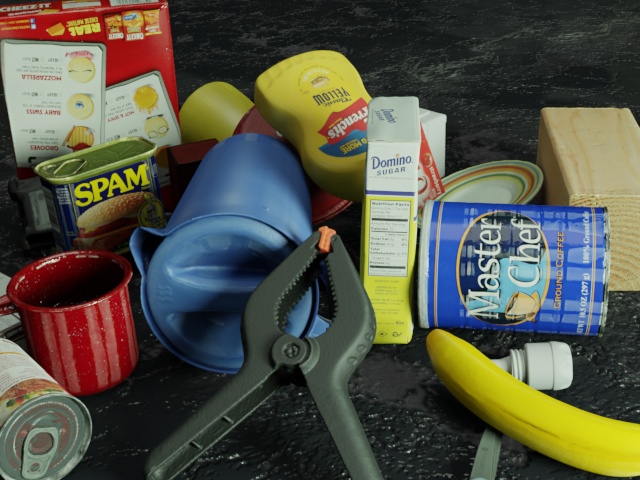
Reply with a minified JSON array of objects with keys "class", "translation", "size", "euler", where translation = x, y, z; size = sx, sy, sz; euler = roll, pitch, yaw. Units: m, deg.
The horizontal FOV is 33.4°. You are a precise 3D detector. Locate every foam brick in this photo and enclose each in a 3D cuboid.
[{"class":"foam brick","translation":[-0.116,-0.052,1.039],"size":[0.053,0.078,0.051],"euler":[-13,29,-14]}]

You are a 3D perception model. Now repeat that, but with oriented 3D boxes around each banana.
[{"class":"banana","translation":[0.148,0.114,0.721],"size":[0.198,0.037,0.069],"euler":[22,22,25]}]

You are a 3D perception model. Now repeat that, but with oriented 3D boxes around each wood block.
[{"class":"wood block","translation":[0.253,-0.043,0.971],"size":[0.090,0.091,0.206],"euler":[0,27,4]}]

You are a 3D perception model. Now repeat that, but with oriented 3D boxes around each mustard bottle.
[{"class":"mustard bottle","translation":[0.024,-0.089,0.945],"size":[0.096,0.058,0.192],"euler":[-20,54,-23]}]

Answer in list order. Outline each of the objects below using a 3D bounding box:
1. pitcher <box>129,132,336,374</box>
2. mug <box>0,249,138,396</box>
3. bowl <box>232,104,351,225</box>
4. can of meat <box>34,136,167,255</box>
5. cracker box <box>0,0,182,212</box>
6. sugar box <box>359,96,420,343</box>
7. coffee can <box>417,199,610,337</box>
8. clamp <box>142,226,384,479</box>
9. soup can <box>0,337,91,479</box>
[{"class":"pitcher","translation":[-0.056,0.001,0.893],"size":[0.145,0.149,0.243],"euler":[-15,22,8]},{"class":"mug","translation":[-0.194,0.066,0.806],"size":[0.117,0.081,0.093],"euler":[-12,28,-13]},{"class":"bowl","translation":[-0.028,-0.093,1.045],"size":[0.162,0.055,0.162],"euler":[-8,60,14]},{"class":"can of meat","translation":[-0.186,-0.034,0.921],"size":[0.101,0.084,0.058],"euler":[-22,29,-30]},{"class":"cracker box","translation":[-0.224,-0.128,1.048],"size":[0.164,0.214,0.072],"euler":[-8,26,-12]},{"class":"sugar box","translation":[0.054,-0.016,0.840],"size":[0.048,0.176,0.093],"euler":[0,27,4]},{"class":"coffee can","translation":[0.150,0.021,0.839],"size":[0.140,0.103,0.102],"euler":[2,27,10]},{"class":"clamp","translation":[-0.026,0.086,0.716],"size":[0.165,0.036,0.210],"euler":[0,58,12]},{"class":"soup can","translation":[-0.210,0.115,0.729],"size":[0.068,0.068,0.102],"euler":[-22,32,-33]}]
